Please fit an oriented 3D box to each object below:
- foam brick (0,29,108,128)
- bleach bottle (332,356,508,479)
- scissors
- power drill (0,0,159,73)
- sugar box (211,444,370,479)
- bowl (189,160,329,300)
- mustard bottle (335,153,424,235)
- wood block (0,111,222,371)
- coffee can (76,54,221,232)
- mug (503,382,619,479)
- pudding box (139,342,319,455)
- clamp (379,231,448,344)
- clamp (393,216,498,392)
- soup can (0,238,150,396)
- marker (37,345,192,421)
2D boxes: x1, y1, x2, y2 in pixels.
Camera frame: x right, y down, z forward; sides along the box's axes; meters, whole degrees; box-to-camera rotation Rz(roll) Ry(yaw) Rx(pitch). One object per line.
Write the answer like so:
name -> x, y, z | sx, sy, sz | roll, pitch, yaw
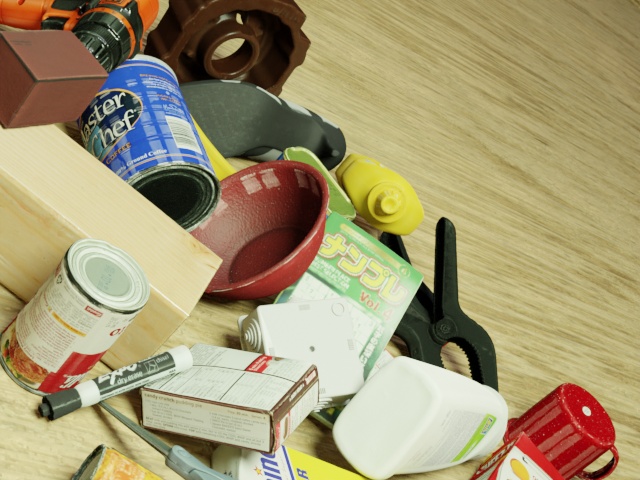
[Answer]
foam brick -> -0.214, -0.124, 0.813 | 0.053, 0.051, 0.078 | 50, 30, 14
bleach bottle -> 0.108, 0.168, 0.961 | 0.068, 0.102, 0.250 | 43, 8, 29
scissors -> -0.081, 0.162, 0.753 | 0.202, 0.016, 0.096 | 30, 4, 43
power drill -> -0.251, -0.188, 0.941 | 0.188, 0.057, 0.184 | 7, 30, 6
sugar box -> 0.000, 0.217, 0.821 | 0.176, 0.048, 0.093 | 28, 32, -27
bowl -> -0.056, 0.001, 0.963 | 0.162, 0.162, 0.055 | -97, 162, -49
mustard bottle -> 0.064, -0.047, 1.123 | 0.096, 0.058, 0.191 | 42, 4, -6
wood block -> -0.192, -0.001, 0.827 | 0.206, 0.090, 0.090 | 39, 29, -8
coffee can -> -0.159, -0.083, 0.963 | 0.102, 0.103, 0.140 | 12, 41, -43
mug -> 0.262, 0.210, 1.118 | 0.117, 0.082, 0.093 | 38, 29, -9
pudding box -> -0.068, 0.119, 0.816 | 0.114, 0.039, 0.089 | 6, 21, 22
clamp -> 0.081, 0.044, 1.159 | 0.120, 0.039, 0.171 | 7, 42, -47
clamp -> 0.110, 0.094, 1.094 | 0.164, 0.036, 0.210 | -22, 81, -23
soup can -> -0.176, 0.055, 0.759 | 0.068, 0.102, 0.068 | 31, 31, -21
marker -> -0.148, 0.104, 0.777 | 0.120, 0.020, 0.020 | -19, 64, -35
